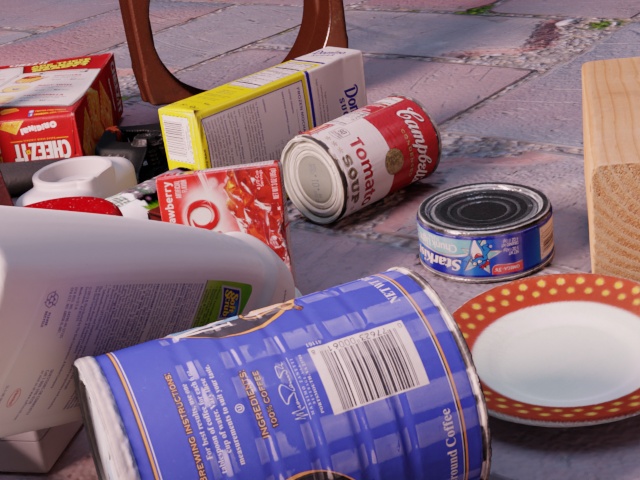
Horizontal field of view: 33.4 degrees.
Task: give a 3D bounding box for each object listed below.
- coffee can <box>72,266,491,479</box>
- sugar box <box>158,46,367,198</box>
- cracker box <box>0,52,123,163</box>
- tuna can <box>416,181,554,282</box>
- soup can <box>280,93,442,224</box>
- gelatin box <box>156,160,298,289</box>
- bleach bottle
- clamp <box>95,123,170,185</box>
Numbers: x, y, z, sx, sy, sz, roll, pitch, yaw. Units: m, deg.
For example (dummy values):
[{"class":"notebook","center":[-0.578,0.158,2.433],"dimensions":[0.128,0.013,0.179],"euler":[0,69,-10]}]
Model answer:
[{"class":"coffee can","center":[-0.017,0.077,0.431],"dimensions":[0.140,0.103,0.103],"euler":[-16,25,-18]},{"class":"sugar box","center":[-0.036,-0.081,0.811],"dimensions":[0.048,0.093,0.175],"euler":[14,31,40]},{"class":"cracker box","center":[-0.278,-0.106,0.972],"dimensions":[0.164,0.072,0.213],"euler":[-6,23,1]},{"class":"tuna can","center":[0.104,-0.007,0.673],"dimensions":[0.086,0.034,0.086],"euler":[-7,24,3]},{"class":"soup can","center":[0.030,-0.060,0.774],"dimensions":[0.102,0.068,0.069],"euler":[-27,30,-36]},{"class":"gelatin box","center":[-0.054,0.001,0.634],"dimensions":[0.073,0.089,0.030],"euler":[-7,8,2]},{"class":"bleach bottle","center":[-0.089,0.040,0.511],"dimensions":[0.068,0.103,0.250],"euler":[34,14,28]},{"class":"clamp","center":[-0.144,-0.068,0.883],"dimensions":[0.120,0.039,0.172],"euler":[-22,21,-39]}]
